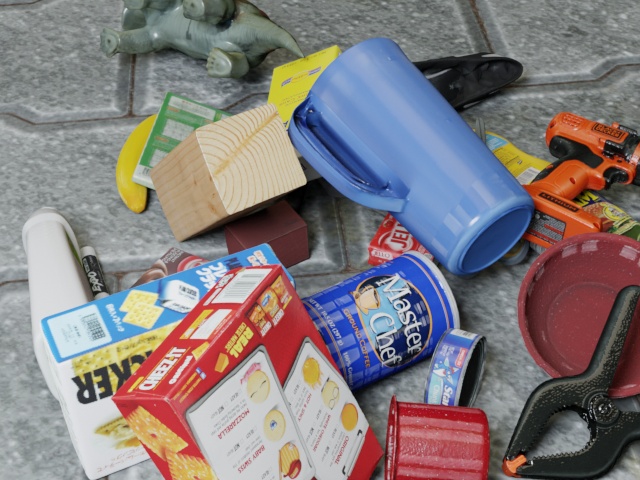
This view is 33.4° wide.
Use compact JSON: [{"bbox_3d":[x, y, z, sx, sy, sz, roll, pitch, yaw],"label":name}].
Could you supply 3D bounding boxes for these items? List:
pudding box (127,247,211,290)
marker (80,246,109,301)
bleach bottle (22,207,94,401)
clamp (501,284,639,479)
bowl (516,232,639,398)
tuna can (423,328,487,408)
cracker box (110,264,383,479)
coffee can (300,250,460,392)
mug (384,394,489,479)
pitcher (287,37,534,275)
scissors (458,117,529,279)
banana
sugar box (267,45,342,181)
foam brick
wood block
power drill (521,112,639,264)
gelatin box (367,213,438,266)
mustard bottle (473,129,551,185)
[{"bbox_3d":[-0.147,0.063,1.103,0.090,0.039,0.113,19,46,22],"label":"pudding box"},{"bbox_3d":[-0.237,0.050,1.137,0.020,0.020,0.121,-16,43,-15],"label":"marker"},{"bbox_3d":[-0.266,0.048,1.096,0.068,0.102,0.251,-18,37,-9],"label":"bleach bottle"},{"bbox_3d":[0.259,0.158,0.951,0.210,0.036,0.165,-36,72,-12],"label":"clamp"},{"bbox_3d":[0.267,0.076,1.026,0.162,0.055,0.162,-1,72,3],"label":"bowl"},{"bbox_3d":[0.124,0.125,0.983,0.034,0.086,0.086,14,44,21],"label":"tuna can"},{"bbox_3d":[-0.051,0.152,0.863,0.072,0.213,0.164,-5,33,39],"label":"cracker box"},{"bbox_3d":[0.047,0.082,1.023,0.140,0.103,0.103,-23,45,-22],"label":"coffee can"},{"bbox_3d":[0.098,0.194,0.913,0.081,0.093,0.117,4,72,0],"label":"mug"},{"bbox_3d":[0.091,-0.079,1.073,0.149,0.144,0.243,-43,63,6],"label":"pitcher"},{"bbox_3d":[0.193,-0.049,1.166,0.096,0.016,0.201,4,65,30],"label":"scissors"},{"bbox_3d":[-0.209,-0.105,1.301,0.070,0.037,0.197,9,42,15],"label":"banana"},{"bbox_3d":[-0.019,-0.143,1.241,0.093,0.048,0.176,-17,42,26],"label":"sugar box"},{"bbox_3d":[-0.058,0.001,1.160,0.078,0.051,0.053,-23,46,-21],"label":"foam brick"},{"bbox_3d":[-0.104,-0.067,1.124,0.090,0.090,0.206,-22,1,-22],"label":"wood block"},{"bbox_3d":[0.294,-0.054,1.118,0.185,0.057,0.187,24,45,26],"label":"power drill"},{"bbox_3d":[0.101,-0.002,1.172,0.073,0.030,0.089,15,44,19],"label":"gelatin box"},{"bbox_3d":[0.192,-0.081,1.237,0.096,0.058,0.192,-37,51,-24],"label":"mustard bottle"}]
